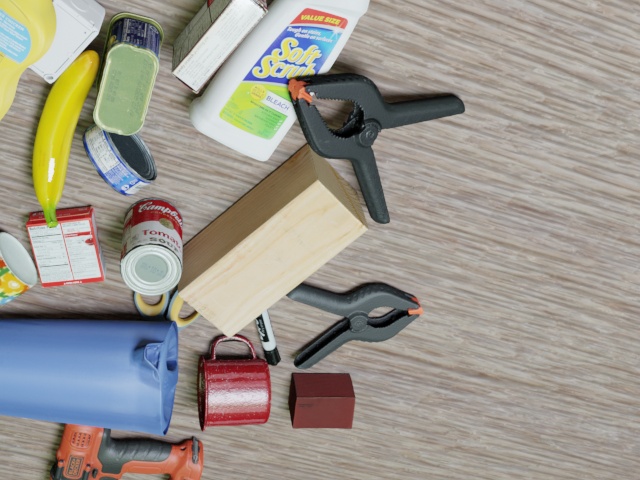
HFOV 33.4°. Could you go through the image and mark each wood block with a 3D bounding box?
[{"bbox_3d":[-0.057,0.002,1.202,0.206,0.091,0.090,-38,119,15],"label":"wood block"}]

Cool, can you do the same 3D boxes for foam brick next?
[{"bbox_3d":[0.002,0.203,1.355,0.078,0.051,0.053,3,120,-9],"label":"foam brick"}]

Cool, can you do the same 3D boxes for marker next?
[{"bbox_3d":[-0.069,0.105,1.305,0.020,0.020,0.121,-12,122,0],"label":"marker"}]

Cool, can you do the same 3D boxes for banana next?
[{"bbox_3d":[-0.269,-0.115,1.122,0.037,0.070,0.198,-8,123,-46],"label":"banana"}]

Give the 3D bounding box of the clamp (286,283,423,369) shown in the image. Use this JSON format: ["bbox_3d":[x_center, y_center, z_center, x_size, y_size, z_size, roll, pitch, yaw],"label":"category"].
[{"bbox_3d":[0.036,0.086,1.296,0.171,0.039,0.120,-19,126,-3],"label":"clamp"}]

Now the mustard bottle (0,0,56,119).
[{"bbox_3d":[-0.304,-0.198,1.004,0.096,0.058,0.192,40,119,-8],"label":"mustard bottle"}]

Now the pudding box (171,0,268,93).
[{"bbox_3d":[-0.102,-0.212,1.067,0.039,0.090,0.114,34,111,-23],"label":"pudding box"}]

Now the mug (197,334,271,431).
[{"bbox_3d":[-0.107,0.174,1.311,0.081,0.093,0.117,0,85,-13],"label":"mug"}]

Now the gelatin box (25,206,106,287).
[{"bbox_3d":[-0.288,0.007,1.213,0.073,0.030,0.089,-6,122,-2],"label":"gelatin box"}]

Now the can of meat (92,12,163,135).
[{"bbox_3d":[-0.196,-0.168,1.085,0.057,0.084,0.102,12,119,-14],"label":"can of meat"}]

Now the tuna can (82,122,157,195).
[{"bbox_3d":[-0.212,-0.090,1.130,0.034,0.086,0.086,-32,120,14],"label":"tuna can"}]

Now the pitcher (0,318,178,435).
[{"bbox_3d":[-0.288,0.157,1.246,0.243,0.145,0.149,4,110,1],"label":"pitcher"}]

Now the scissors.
[{"bbox_3d":[-0.205,0.116,1.297,0.096,0.016,0.202,25,115,-18],"label":"scissors"}]

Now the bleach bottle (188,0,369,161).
[{"bbox_3d":[-0.031,-0.207,1.096,0.102,0.068,0.251,25,113,-25],"label":"bleach bottle"}]

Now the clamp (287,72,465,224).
[{"bbox_3d":[0.054,-0.125,1.134,0.209,0.036,0.164,34,96,-39],"label":"clamp"}]

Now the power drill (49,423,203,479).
[{"bbox_3d":[-0.254,0.308,1.384,0.187,0.057,0.185,12,119,-14],"label":"power drill"}]

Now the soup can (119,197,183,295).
[{"bbox_3d":[-0.186,0.006,1.182,0.068,0.102,0.068,-3,121,-5],"label":"soup can"}]
